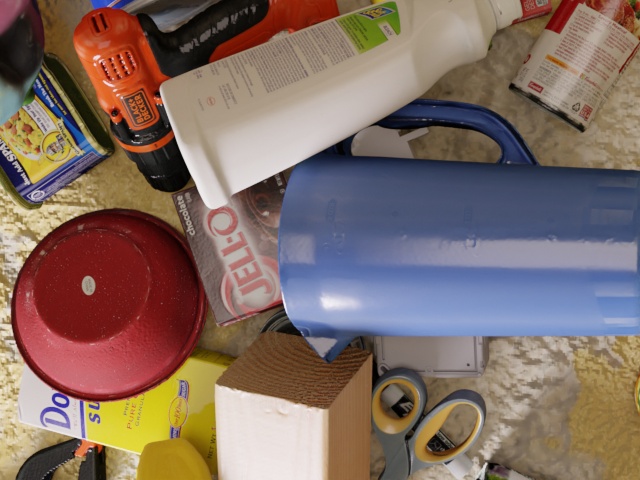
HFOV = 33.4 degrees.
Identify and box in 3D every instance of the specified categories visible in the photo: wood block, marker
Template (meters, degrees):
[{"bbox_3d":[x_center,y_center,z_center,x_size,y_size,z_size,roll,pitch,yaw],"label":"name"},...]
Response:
[{"bbox_3d":[-0.019,0.184,0.802,0.090,0.090,0.206,9,115,20],"label":"wood block"},{"bbox_3d":[0.074,0.141,0.854,0.020,0.020,0.121,-45,89,10],"label":"marker"}]

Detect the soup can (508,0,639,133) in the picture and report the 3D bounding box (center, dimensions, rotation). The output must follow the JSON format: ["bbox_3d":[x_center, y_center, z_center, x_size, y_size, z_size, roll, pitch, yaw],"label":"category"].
[{"bbox_3d":[0.193,-0.139,0.783,0.068,0.068,0.102,32,100,4],"label":"soup can"}]

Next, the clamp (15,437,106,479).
[{"bbox_3d":[-0.243,0.231,0.902,0.120,0.039,0.171,24,93,1],"label":"clamp"}]

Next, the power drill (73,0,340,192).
[{"bbox_3d":[-0.072,-0.123,0.797,0.187,0.184,0.057,-25,57,-5],"label":"power drill"}]

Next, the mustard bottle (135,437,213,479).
[{"bbox_3d":[-0.118,0.253,0.847,0.058,0.096,0.192,-7,131,-19],"label":"mustard bottle"}]

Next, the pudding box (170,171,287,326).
[{"bbox_3d":[-0.055,0.001,0.838,0.090,0.039,0.113,-21,83,3],"label":"pudding box"}]

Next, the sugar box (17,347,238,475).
[{"bbox_3d":[-0.155,0.123,0.873,0.176,0.048,0.093,12,97,6],"label":"sugar box"}]

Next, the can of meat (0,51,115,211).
[{"bbox_3d":[-0.226,-0.089,0.857,0.084,0.057,0.102,-33,90,9],"label":"can of meat"}]

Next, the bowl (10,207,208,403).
[{"bbox_3d":[-0.172,0.043,0.833,0.162,0.055,0.162,-1,72,4],"label":"bowl"}]

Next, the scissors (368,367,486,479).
[{"bbox_3d":[0.044,0.173,0.834,0.096,0.016,0.202,40,117,-7],"label":"scissors"}]

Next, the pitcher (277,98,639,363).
[{"bbox_3d":[0.101,-0.005,0.729,0.243,0.145,0.149,1,125,18],"label":"pitcher"}]

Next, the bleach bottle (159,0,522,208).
[{"bbox_3d":[0.021,-0.113,0.728,0.251,0.103,0.068,-23,133,-2],"label":"bleach bottle"}]
